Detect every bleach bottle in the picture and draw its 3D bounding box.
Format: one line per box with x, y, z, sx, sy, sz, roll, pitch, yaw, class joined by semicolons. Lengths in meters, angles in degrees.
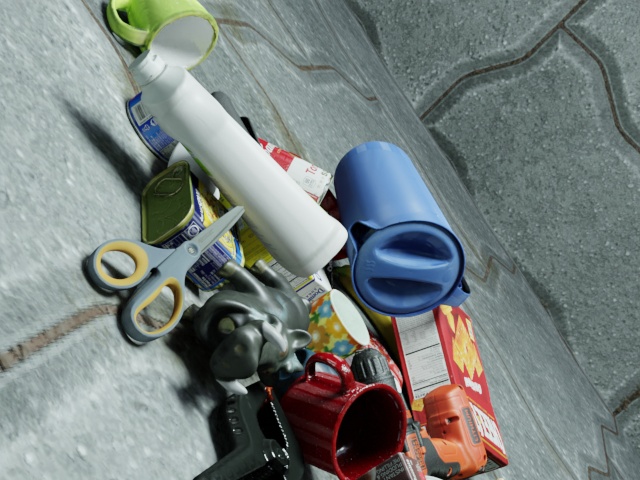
-0.084;-0.076;1.005;0.250;0.068;0.103;48;-9;-24;bleach bottle

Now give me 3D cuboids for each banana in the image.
0.078;0.100;1.415;0.197;0.037;0.069;51;35;-12;banana

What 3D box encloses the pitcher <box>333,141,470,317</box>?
0.093;-0.019;1.316;0.243;0.145;0.149;-104;-175;-58;pitcher

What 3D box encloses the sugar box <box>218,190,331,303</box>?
-0.058;0.001;1.176;0.176;0.048;0.093;36;24;-49;sugar box

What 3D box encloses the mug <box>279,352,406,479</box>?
0.013;0.151;0.934;0.093;0.082;0.117;-30;117;-36;mug

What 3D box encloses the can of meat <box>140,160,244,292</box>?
-0.118;-0.012;0.995;0.084;0.057;0.102;47;17;-34;can of meat

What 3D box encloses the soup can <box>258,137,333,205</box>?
-0.044;-0.068;1.228;0.102;0.068;0.068;26;18;-1;soup can

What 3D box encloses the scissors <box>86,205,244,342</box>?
-0.128;0.003;0.893;0.096;0.016;0.201;40;38;-16;scissors

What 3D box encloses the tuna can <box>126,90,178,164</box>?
-0.164;-0.123;1.129;0.086;0.034;0.086;50;16;-20;tuna can

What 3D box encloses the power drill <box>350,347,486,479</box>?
0.104;0.201;1.150;0.187;0.057;0.184;2;69;-58;power drill

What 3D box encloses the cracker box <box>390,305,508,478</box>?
0.163;0.175;1.351;0.164;0.072;0.214;41;32;-55;cracker box

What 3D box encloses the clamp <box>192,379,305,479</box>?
-0.039;0.189;0.851;0.164;0.036;0.210;49;14;-19;clamp
